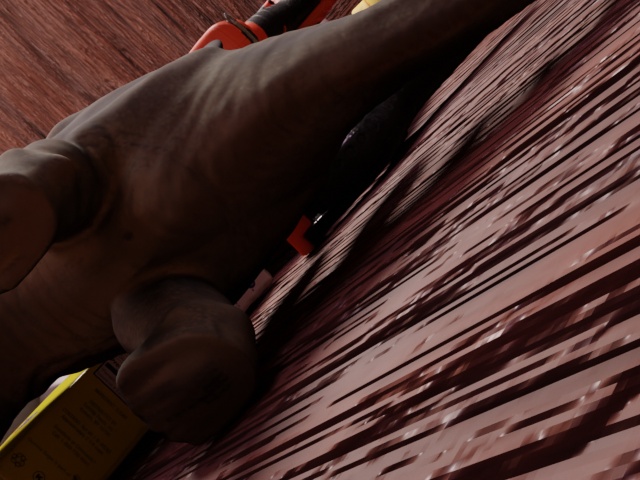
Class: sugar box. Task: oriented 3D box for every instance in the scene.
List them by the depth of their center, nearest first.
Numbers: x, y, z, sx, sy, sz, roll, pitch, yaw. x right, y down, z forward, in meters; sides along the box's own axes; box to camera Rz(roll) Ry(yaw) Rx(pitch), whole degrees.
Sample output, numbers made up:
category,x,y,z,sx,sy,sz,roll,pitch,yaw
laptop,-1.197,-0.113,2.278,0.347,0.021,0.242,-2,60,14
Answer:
category,x,y,z,sx,sy,sz,roll,pitch,yaw
sugar box,-0.100,0.075,0.512,0.093,0.048,0.176,-41,10,45

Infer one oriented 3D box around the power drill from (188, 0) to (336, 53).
category,x,y,z,sx,sy,sz,roll,pitch,yaw
power drill,-0.067,-0.166,0.956,0.185,0.057,0.187,-44,6,38
